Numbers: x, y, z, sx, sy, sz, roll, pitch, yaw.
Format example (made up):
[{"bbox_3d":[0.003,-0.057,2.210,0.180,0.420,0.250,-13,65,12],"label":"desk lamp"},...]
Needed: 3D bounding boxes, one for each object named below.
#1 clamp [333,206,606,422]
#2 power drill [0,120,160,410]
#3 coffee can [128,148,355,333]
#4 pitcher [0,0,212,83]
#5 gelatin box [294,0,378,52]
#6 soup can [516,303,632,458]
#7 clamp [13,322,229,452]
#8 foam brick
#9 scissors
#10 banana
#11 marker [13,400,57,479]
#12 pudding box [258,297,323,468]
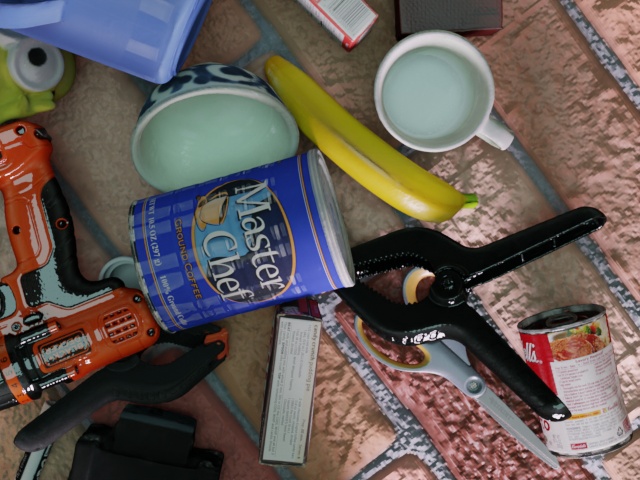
[{"bbox_3d":[0.100,0.047,0.788,0.210,0.036,0.164,2,64,16],"label":"clamp"},{"bbox_3d":[-0.228,0.023,0.757,0.184,0.057,0.187,-22,93,-8],"label":"power drill"},{"bbox_3d":[-0.055,0.001,0.775,0.140,0.102,0.103,-15,95,6],"label":"coffee can"},{"bbox_3d":[-0.194,-0.191,0.698,0.242,0.145,0.149,23,84,-5],"label":"pitcher"},{"bbox_3d":[0.001,-0.182,0.786,0.089,0.073,0.030,45,92,-3],"label":"gelatin box"},{"bbox_3d":[0.195,0.106,0.815,0.068,0.068,0.102,-14,95,0],"label":"soup can"},{"bbox_3d":[-0.154,0.099,0.803,0.171,0.039,0.120,-3,63,0],"label":"clamp"},{"bbox_3d":[0.094,-0.179,0.798,0.078,0.051,0.053,-2,96,0],"label":"foam brick"},{"bbox_3d":[0.123,0.092,0.838,0.201,0.016,0.096,29,94,-3],"label":"scissors"},{"bbox_3d":[0.032,-0.068,0.800,0.198,0.069,0.037,36,107,-4],"label":"banana"},{"bbox_3d":[-0.230,0.184,0.840,0.020,0.020,0.121,23,94,-3],"label":"marker"},{"bbox_3d":[-0.023,0.103,0.800,0.039,0.090,0.113,5,95,-2],"label":"pudding box"}]
